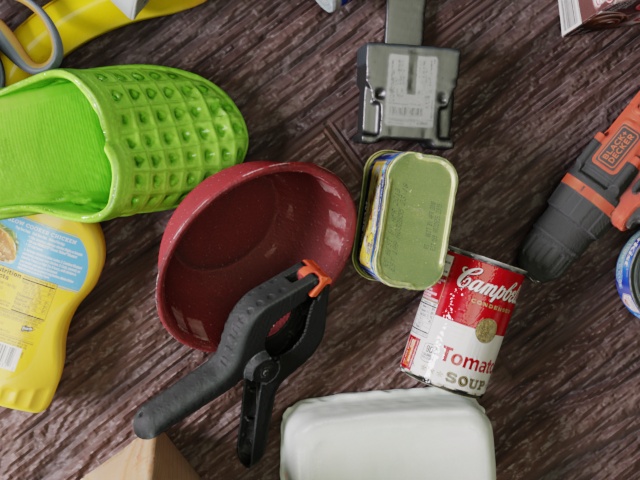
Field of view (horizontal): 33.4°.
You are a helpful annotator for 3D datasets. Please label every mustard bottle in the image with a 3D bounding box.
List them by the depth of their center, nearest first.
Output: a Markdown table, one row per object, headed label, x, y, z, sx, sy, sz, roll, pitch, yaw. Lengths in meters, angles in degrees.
| label | x | y | z | sx | sy | sz | roll | pitch | yaw |
| --- | --- | --- | --- | --- | --- | --- | --- | --- | --- |
| mustard bottle | -0.209 | 0.020 | 0.767 | 0.096 | 0.058 | 0.191 | 21 | 91 | -9 |

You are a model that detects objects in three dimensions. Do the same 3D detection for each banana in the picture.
| label | x | y | z | sx | sy | sz | roll | pitch | yaw |
| --- | --- | --- | --- | --- | --- | --- | --- | --- | --- |
| banana | -0.174 | -0.145 | 0.774 | 0.198 | 0.037 | 0.069 | -40 | 115 | -1 |

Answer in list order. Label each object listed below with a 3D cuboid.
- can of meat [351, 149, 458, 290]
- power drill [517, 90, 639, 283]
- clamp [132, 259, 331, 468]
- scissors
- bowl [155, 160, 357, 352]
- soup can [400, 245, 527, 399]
| label | x | y | z | sx | sy | sz | roll | pitch | yaw |
| --- | --- | --- | --- | --- | --- | --- | --- | --- | --- |
| can of meat | 0.061 | -0.016 | 0.783 | 0.057 | 0.084 | 0.102 | 8 | 93 | -7 |
| power drill | 0.258 | -0.005 | 0.776 | 0.188 | 0.057 | 0.184 | 41 | 99 | 30 |
| clamp | -0.057 | 0.087 | 0.762 | 0.120 | 0.039 | 0.171 | 13 | 108 | -47 |
| scissors | -0.265 | -0.172 | 0.751 | 0.202 | 0.016 | 0.096 | 40 | 98 | 11 |
| bowl | -0.055 | 0.001 | 0.762 | 0.161 | 0.055 | 0.162 | -23 | 136 | -24 |
| soup can | 0.107 | 0.060 | 0.802 | 0.068 | 0.068 | 0.102 | 18 | 92 | -8 |
